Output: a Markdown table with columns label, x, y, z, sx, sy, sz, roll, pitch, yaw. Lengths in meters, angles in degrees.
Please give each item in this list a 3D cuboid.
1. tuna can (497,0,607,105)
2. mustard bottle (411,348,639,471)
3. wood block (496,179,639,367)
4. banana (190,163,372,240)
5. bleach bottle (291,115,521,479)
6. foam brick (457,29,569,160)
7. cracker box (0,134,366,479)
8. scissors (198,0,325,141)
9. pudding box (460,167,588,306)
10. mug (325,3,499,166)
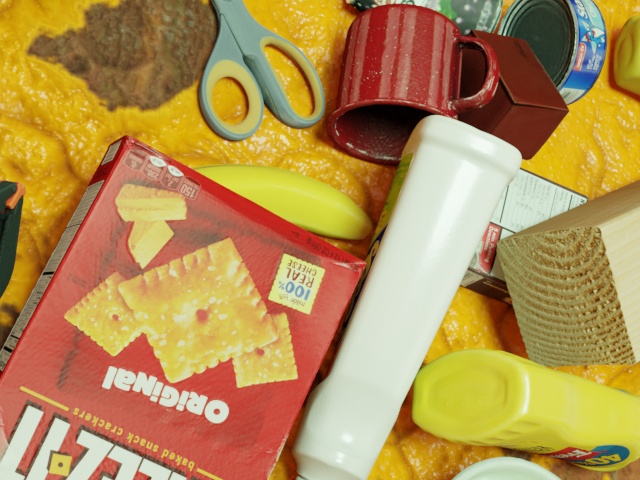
| label | x | y | z | sx | sy | sz | roll | pitch | yaw |
| --- | --- | --- | --- | --- | --- | --- | --- | --- | --- |
| tuna can | 0.167 | -0.140 | 0.778 | 0.033 | 0.086 | 0.086 | 1 | 76 | -31 |
| mustard bottle | 0.157 | 0.116 | 0.699 | 0.191 | 0.096 | 0.058 | 18 | 68 | -38 |
| wood block | 0.230 | 0.008 | 0.732 | 0.205 | 0.090 | 0.091 | -21 | 96 | -36 |
| banana | -0.061 | -0.016 | 0.696 | 0.197 | 0.037 | 0.069 | -13 | 99 | -21 |
| bleach bottle | 0.042 | 0.053 | 0.661 | 0.068 | 0.102 | 0.251 | 23 | 85 | -1 |
| foam brick | 0.128 | -0.102 | 0.754 | 0.052 | 0.051 | 0.078 | 4 | 47 | -30 |
| cracker box | -0.093 | 0.070 | 0.618 | 0.164 | 0.072 | 0.213 | 29 | 77 | -17 |
| scissors | -0.076 | -0.152 | 0.733 | 0.096 | 0.016 | 0.202 | -39 | 92 | -24 |
| pudding box | 0.128 | -0.008 | 0.758 | 0.113 | 0.039 | 0.090 | 23 | 70 | -15 |
| mug | 0.064 | -0.108 | 0.723 | 0.093 | 0.117 | 0.081 | 36 | 54 | -51 |
